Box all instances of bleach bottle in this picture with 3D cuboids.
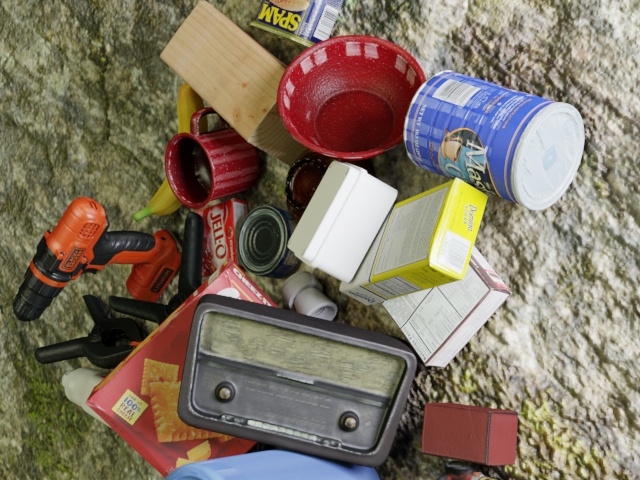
[{"bbox_3d":[-0.254,0.206,1.354,0.251,0.102,0.068,12,87,43],"label":"bleach bottle"}]

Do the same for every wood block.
[{"bbox_3d":[-0.089,-0.189,1.269,0.090,0.090,0.206,-52,52,8],"label":"wood block"}]

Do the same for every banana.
[{"bbox_3d":[-0.176,-0.106,1.353,0.037,0.069,0.198,35,115,27],"label":"banana"}]

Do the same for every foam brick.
[{"bbox_3d":[0.144,0.186,1.032,0.078,0.052,0.051,0,83,43],"label":"foam brick"}]

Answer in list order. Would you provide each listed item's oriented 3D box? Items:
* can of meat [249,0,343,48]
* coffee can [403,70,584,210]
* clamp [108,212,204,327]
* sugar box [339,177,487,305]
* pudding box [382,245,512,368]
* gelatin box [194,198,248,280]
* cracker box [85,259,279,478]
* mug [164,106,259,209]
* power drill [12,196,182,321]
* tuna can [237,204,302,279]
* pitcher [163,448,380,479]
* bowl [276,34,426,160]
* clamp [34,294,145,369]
[{"bbox_3d":[-0.024,-0.276,1.257,0.102,0.057,0.084,29,99,40],"label":"can of meat"},{"bbox_3d":[0.165,-0.098,1.025,0.141,0.102,0.103,26,100,42],"label":"coffee can"},{"bbox_3d":[-0.160,0.072,1.274,0.164,0.036,0.210,-52,49,8],"label":"clamp"},{"bbox_3d":[0.090,0.006,1.063,0.176,0.048,0.093,-25,41,62],"label":"sugar box"},{"bbox_3d":[0.125,0.059,1.079,0.114,0.039,0.090,-53,52,25],"label":"pudding box"},{"bbox_3d":[-0.122,-0.001,1.318,0.073,0.030,0.089,-16,73,39],"label":"gelatin box"},{"bbox_3d":[-0.120,0.154,1.163,0.214,0.072,0.164,-43,98,4],"label":"cracker box"},{"bbox_3d":[-0.130,-0.103,1.288,0.093,0.081,0.117,6,108,44],"label":"mug"},{"bbox_3d":[-0.277,0.037,1.346,0.185,0.187,0.057,-52,54,21],"label":"power drill"},{"bbox_3d":[-0.058,0.002,1.257,0.086,0.033,0.086,-8,78,41],"label":"tuna can"},{"bbox_3d":[-0.047,0.280,1.061,0.149,0.242,0.145,22,96,35],"label":"pitcher"},{"bbox_3d":[0.035,-0.143,1.151,0.162,0.055,0.162,-2,61,4],"label":"bowl"},{"bbox_3d":[-0.301,0.137,1.420,0.172,0.039,0.120,18,60,43],"label":"clamp"}]
